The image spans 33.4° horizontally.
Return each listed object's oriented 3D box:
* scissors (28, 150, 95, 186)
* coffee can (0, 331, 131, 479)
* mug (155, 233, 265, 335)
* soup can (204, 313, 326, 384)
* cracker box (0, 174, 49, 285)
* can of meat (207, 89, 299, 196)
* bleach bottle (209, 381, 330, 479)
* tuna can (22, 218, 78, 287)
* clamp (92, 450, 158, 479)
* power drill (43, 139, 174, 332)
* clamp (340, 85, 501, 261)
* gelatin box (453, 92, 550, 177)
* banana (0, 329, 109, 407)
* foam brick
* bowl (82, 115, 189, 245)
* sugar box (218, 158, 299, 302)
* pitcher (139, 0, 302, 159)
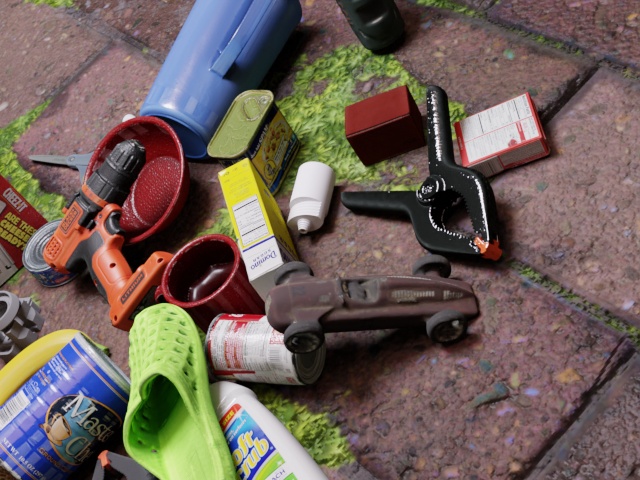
[{"bbox_3d":[-0.332,-0.093,1.441,0.202,0.016,0.096,-7,51,27],"label":"scissors"},{"bbox_3d":[-0.265,0.179,1.104,0.140,0.102,0.103,-44,44,-9],"label":"coffee can"},{"bbox_3d":[-0.119,0.057,1.134,0.117,0.081,0.093,-16,47,19],"label":"mug"},{"bbox_3d":[-0.054,0.107,1.058,0.102,0.068,0.068,0,53,27],"label":"soup can"},{"bbox_3d":[-0.465,0.004,1.333,0.213,0.164,0.072,-44,46,-9],"label":"cracker box"},{"bbox_3d":[-0.074,-0.110,1.248,0.058,0.084,0.102,5,57,35],"label":"can of meat"},{"bbox_3d":[-0.067,0.211,0.986,0.102,0.068,0.251,-47,41,-3],"label":"bleach bottle"},{"bbox_3d":[-0.328,0.014,1.333,0.086,0.033,0.086,-17,47,19],"label":"tuna can"},{"bbox_3d":[-0.189,0.274,1.023,0.120,0.039,0.172,-39,37,-10],"label":"clamp"},{"bbox_3d":[-0.224,-0.001,1.215,0.184,0.057,0.188,-54,52,14],"label":"power drill"},{"bbox_3d":[0.122,-0.058,1.093,0.165,0.036,0.210,-57,46,10],"label":"clamp"},{"bbox_3d":[0.190,-0.108,1.123,0.089,0.030,0.073,-21,44,16],"label":"gelatin box"},{"bbox_3d":[-0.334,0.158,1.211,0.198,0.037,0.070,-37,42,-1],"label":"banana"},{"bbox_3d":[0.072,-0.128,1.197,0.078,0.053,0.051,-18,46,16],"label":"foam brick"},{"bbox_3d":[-0.212,-0.067,1.294,0.162,0.055,0.162,-9,72,31],"label":"bowl"},{"bbox_3d":[-0.057,0.001,1.136,0.048,0.093,0.176,-29,45,4],"label":"sugar box"},{"bbox_3d":[-0.126,-0.230,1.346,0.145,0.149,0.242,14,65,25],"label":"pitcher"}]
